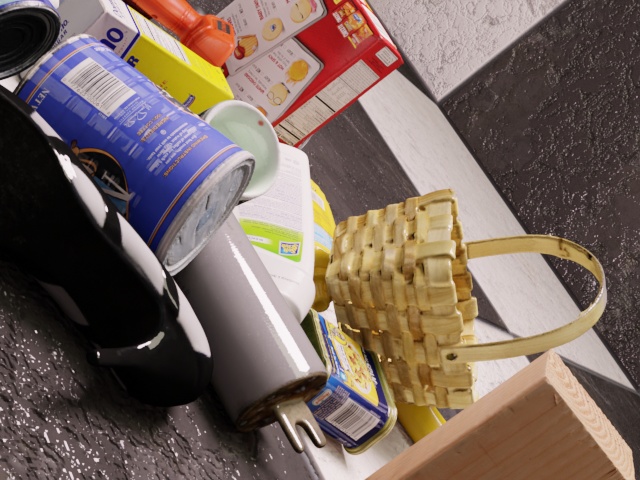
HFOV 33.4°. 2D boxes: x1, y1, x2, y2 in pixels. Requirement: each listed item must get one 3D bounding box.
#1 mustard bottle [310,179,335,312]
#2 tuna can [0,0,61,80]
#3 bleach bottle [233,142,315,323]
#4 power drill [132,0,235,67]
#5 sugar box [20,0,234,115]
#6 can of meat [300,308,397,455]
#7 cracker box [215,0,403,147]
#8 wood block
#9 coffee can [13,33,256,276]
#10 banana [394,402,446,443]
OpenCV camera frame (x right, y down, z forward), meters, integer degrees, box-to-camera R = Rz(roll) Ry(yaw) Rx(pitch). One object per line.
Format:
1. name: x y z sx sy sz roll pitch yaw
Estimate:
1. mustard bottle: -0.015 0.005 1.054 0.096 0.058 0.191 42 18 -32
2. tuna can: -0.225 -0.147 0.742 0.034 0.086 0.086 57 16 14
3. bleach bottle: -0.056 0.001 0.918 0.102 0.068 0.251 10 34 -9
4. power drill: -0.165 -0.232 1.005 0.187 0.057 0.184 42 14 -20
5. sugar box: -0.160 -0.137 0.893 0.176 0.093 0.048 25 30 -57
6. can of meat: 0.008 0.114 0.882 0.083 0.057 0.102 39 19 -32
7. cracker box: -0.041 -0.190 1.128 0.072 0.214 0.164 30 27 -57
8. wood block: 0.097 0.174 0.716 0.091 0.206 0.090 53 15 4
9. coffee can: -0.129 -0.056 0.714 0.140 0.103 0.102 37 14 7
10. banana: 0.107 0.165 1.048 0.198 0.069 0.037 65 -22 22
